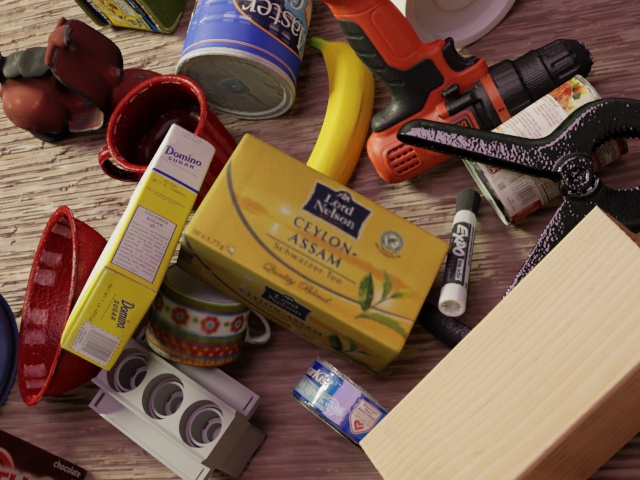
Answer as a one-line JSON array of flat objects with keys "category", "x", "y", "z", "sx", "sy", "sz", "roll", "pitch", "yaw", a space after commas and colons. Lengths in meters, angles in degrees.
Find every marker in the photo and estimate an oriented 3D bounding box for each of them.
[{"category": "marker", "x": 0.102, "y": 0.005, "z": 0.779, "sx": 0.020, "sy": 0.020, "sz": 0.121, "roll": -6, "pitch": 43, "yaw": 21}]

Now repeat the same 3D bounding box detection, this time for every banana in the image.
[{"category": "banana", "x": 0.010, "y": -0.091, "z": 0.884, "sx": 0.070, "sy": 0.037, "sz": 0.197, "roll": -15, "pitch": 55, "yaw": 43}]

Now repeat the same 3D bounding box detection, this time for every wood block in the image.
[{"category": "wood block", "x": 0.137, "y": 0.092, "z": 0.648, "sx": 0.206, "sy": 0.090, "sz": 0.091, "roll": -48, "pitch": 54, "yaw": 14}]

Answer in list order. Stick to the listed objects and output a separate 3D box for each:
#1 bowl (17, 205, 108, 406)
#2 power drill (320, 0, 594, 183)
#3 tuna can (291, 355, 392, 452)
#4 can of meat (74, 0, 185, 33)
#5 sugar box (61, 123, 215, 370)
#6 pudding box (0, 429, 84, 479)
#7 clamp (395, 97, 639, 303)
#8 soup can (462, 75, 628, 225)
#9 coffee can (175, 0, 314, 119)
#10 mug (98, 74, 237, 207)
[{"category": "bowl", "x": -0.197, "y": 0.056, "z": 0.859, "sx": 0.162, "sy": 0.055, "sz": 0.162, "roll": -36, "pitch": 49, "yaw": 55}, {"category": "power drill", "x": 0.089, "y": -0.155, "z": 0.799, "sx": 0.184, "sy": 0.187, "sz": 0.057, "roll": -28, "pitch": 18, "yaw": 9}, {"category": "tuna can", "x": 0.022, "y": 0.119, "z": 0.739, "sx": 0.086, "sy": 0.086, "sz": 0.033, "roll": 33, "pitch": 83, "yaw": 33}, {"category": "can of meat", "x": -0.186, "y": -0.241, "z": 1.006, "sx": 0.084, "sy": 0.102, "sz": 0.057, "roll": 14, "pitch": 72, "yaw": 26}, {"category": "sugar box", "x": -0.129, "y": 0.001, "z": 0.780, "sx": 0.093, "sy": 0.048, "sz": 0.176, "roll": -53, "pitch": 12, "yaw": 38}, {"category": "pudding box", "x": -0.240, "y": 0.193, "z": 0.801, "sx": 0.039, "sy": 0.113, "sz": 0.090, "roll": 14, "pitch": 71, "yaw": 32}, {"category": "clamp", "x": 0.165, "y": -0.047, "z": 0.727, "sx": 0.210, "sy": 0.036, "sz": 0.164, "roll": -29, "pitch": 80, "yaw": 3}, {"category": "soup can", "x": 0.163, "y": -0.065, "z": 0.781, "sx": 0.102, "sy": 0.068, "sz": 0.068, "roll": -33, "pitch": 56, "yaw": 6}, {"category": "coffee can", "x": -0.059, "y": -0.190, "z": 0.922, "sx": 0.103, "sy": 0.102, "sz": 0.140, "roll": 1, "pitch": 65, "yaw": 24}, {"category": "mug", "x": -0.131, "y": -0.076, "z": 0.908, "sx": 0.117, "sy": 0.081, "sz": 0.093, "roll": -19, "pitch": 59, "yaw": 14}]
